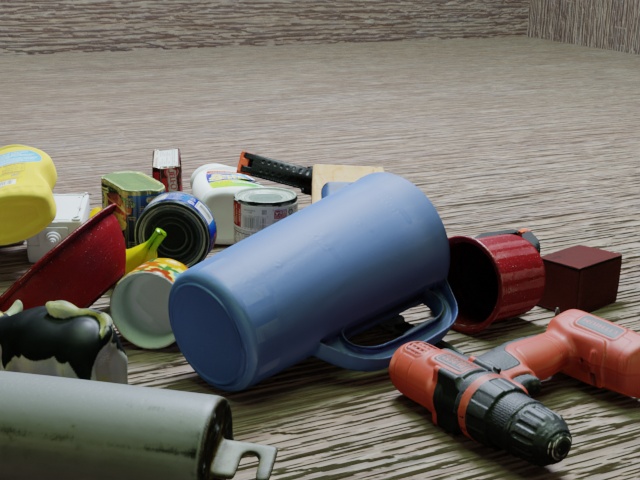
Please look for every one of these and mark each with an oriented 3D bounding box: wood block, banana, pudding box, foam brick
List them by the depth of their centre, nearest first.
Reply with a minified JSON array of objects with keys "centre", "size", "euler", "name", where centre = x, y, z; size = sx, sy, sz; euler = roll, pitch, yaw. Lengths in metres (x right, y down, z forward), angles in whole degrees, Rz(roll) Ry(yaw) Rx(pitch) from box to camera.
[{"centre":[0.263,0.040,1.092],"size":[0.078,0.051,0.053],"euler":[-13,21,-41],"name":"foam brick"},{"centre":[-0.213,0.010,1.136],"size":[0.037,0.069,0.198],"euler":[33,-9,-32],"name":"banana"},{"centre":[0.032,-0.018,1.198],"size":[0.090,0.091,0.206],"euler":[2,16,0],"name":"wood block"},{"centre":[-0.189,-0.060,1.322],"size":[0.039,0.090,0.113],"euler":[-2,17,-9],"name":"pudding box"}]

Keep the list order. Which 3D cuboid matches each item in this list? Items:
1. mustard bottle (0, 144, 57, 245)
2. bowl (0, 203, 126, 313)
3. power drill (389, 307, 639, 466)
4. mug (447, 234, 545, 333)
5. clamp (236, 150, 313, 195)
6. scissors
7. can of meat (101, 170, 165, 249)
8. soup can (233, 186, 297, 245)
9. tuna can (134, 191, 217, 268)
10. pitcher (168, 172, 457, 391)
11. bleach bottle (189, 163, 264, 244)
[{"centre":[-0.339,-0.061,1.173],"size":[0.096,0.058,0.192],"euler":[-18,28,-4],"name":"mustard bottle"},{"centre":[-0.228,0.040,0.963],"size":[0.162,0.055,0.162],"euler":[-42,4,3],"name":"bowl"},{"centre":[0.174,0.110,0.838],"size":[0.187,0.057,0.185],"euler":[-9,20,-31],"name":"power drill"},{"centre":[0.156,0.042,1.038],"size":[0.081,0.093,0.117],"euler":[-8,-18,-43],"name":"mug"},{"centre":[-0.004,-0.074,1.367],"size":[0.210,0.036,0.164],"euler":[14,0,-7],"name":"clamp"},{"centre":[0.049,0.077,1.012],"size":[0.096,0.016,0.202],"euler":[-6,18,-18],"name":"scissors"},{"centre":[-0.214,-0.029,1.225],"size":[0.057,0.084,0.102],"euler":[-9,20,-30],"name":"can of meat"},{"centre":[-0.057,0.001,1.105],"size":[0.068,0.102,0.068],"euler":[1,17,0],"name":"soup can"},{"centre":[-0.157,-0.008,1.158],"size":[0.086,0.086,0.033],"euler":[3,18,6],"name":"tuna can"},{"centre":[-0.002,0.043,0.926],"size":[0.242,0.145,0.149],"euler":[-26,19,-40],"name":"pitcher"},{"centre":[-0.127,-0.057,1.368],"size":[0.102,0.068,0.251],"euler":[0,14,-17],"name":"bleach bottle"}]
